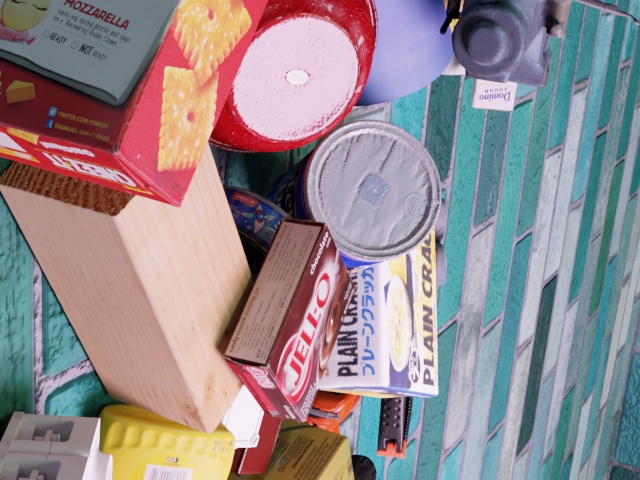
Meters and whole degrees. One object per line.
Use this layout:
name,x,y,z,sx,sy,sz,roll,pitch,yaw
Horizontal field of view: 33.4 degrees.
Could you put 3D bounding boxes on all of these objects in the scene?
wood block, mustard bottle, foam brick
wood block,-0.108,0.018,0.676,0.090,0.091,0.206,-57,148,-34
mustard bottle,-0.126,0.216,0.749,0.096,0.058,0.191,12,94,-24
foam brick,-0.066,0.146,0.873,0.053,0.051,0.078,30,76,-64

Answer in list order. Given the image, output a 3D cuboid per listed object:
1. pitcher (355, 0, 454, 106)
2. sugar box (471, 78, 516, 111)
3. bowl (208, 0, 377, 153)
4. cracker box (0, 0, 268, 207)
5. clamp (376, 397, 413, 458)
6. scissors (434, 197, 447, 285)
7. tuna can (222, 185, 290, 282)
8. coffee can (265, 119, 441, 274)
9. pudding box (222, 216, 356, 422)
pitcher,0.010,-0.221,0.763,0.149,0.145,0.243,-96,172,-49
sugar box,0.169,-0.215,0.973,0.176,0.048,0.093,87,11,-47
bowl,-0.026,-0.118,0.710,0.162,0.055,0.162,-12,127,-17
cracker box,-0.106,-0.138,0.516,0.213,0.164,0.072,-69,155,-14
clamp,0.084,0.119,1.112,0.164,0.036,0.210,77,21,-55
scissors,0.118,0.034,1.130,0.202,0.016,0.096,90,1,-55
tuna can,-0.055,0.001,0.781,0.033,0.086,0.086,-58,149,-29
coffee can,0.019,-0.026,0.821,0.103,0.102,0.140,-69,-168,-14
pudding box,-0.018,0.054,0.728,0.090,0.039,0.113,65,39,-55
